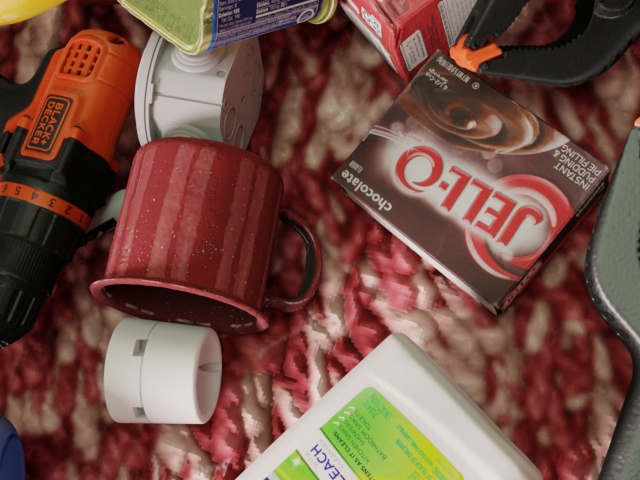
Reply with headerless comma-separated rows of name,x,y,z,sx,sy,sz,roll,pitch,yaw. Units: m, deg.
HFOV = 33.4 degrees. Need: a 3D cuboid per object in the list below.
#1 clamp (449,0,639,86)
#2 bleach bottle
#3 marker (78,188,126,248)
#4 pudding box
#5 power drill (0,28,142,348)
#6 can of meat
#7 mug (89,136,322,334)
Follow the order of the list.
clamp,0.151,-0.122,0.536,0.171,0.039,0.120,-36,98,4
bleach bottle,-0.018,0.164,0.513,0.251,0.068,0.103,-45,67,2
marker,-0.135,-0.008,0.612,0.121,0.020,0.020,-28,70,5
pudding box,0.077,-0.030,0.552,0.114,0.039,0.090,39,86,20
power drill,-0.206,-0.044,0.609,0.188,0.057,0.184,14,73,22
can of meat,-0.054,-0.143,0.555,0.083,0.057,0.102,-24,47,-33
mug,-0.054,0.001,0.559,0.117,0.093,0.081,15,72,-14
